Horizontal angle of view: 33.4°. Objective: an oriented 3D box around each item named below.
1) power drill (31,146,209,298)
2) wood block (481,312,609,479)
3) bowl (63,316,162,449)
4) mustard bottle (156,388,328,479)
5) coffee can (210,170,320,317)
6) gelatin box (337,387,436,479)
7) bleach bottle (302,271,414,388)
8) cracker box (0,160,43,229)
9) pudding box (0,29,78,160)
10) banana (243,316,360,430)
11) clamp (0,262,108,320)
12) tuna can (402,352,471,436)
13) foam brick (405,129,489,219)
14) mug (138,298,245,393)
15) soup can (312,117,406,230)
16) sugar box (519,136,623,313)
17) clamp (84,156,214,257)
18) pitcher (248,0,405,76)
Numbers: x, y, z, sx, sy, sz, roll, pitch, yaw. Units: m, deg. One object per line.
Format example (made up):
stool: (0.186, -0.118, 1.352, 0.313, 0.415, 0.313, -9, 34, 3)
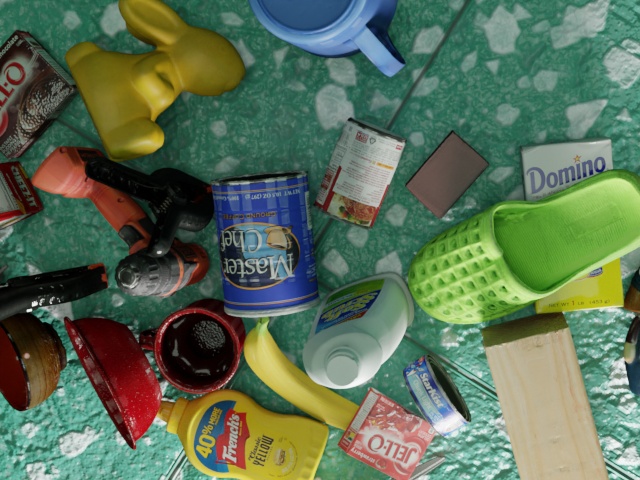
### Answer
power drill: (-0.210, -0.016, 1.106, 0.188, 0.184, 0.057, 46, 100, 8)
wood block: (0.240, 0.188, 1.125, 0.090, 0.090, 0.206, -15, 97, 9)
bowl: (-0.216, 0.142, 1.151, 0.055, 0.162, 0.162, -27, 95, -18)
mustard bottle: (-0.093, 0.218, 1.180, 0.191, 0.058, 0.096, 20, 88, 4)
coffee can: (-0.057, 0.001, 1.122, 0.103, 0.102, 0.140, -5, 98, 7)
gelatin box: (0.074, 0.212, 1.154, 0.089, 0.030, 0.073, 33, 86, -25)
bleach bottle: (0.039, 0.093, 1.050, 0.102, 0.250, 0.068, -18, 96, 8)
cracker box: (-0.407, -0.019, 1.100, 0.164, 0.213, 0.072, -24, 94, 8)
pudding box: (-0.329, -0.157, 1.160, 0.090, 0.039, 0.113, 45, 100, -1)
banana: (-0.020, 0.155, 1.157, 0.197, 0.070, 0.037, 44, 58, -23)
clamp: (-0.327, 0.058, 1.137, 0.165, 0.209, 0.036, 2, 102, 43)
tuna can: (0.124, 0.165, 1.137, 0.034, 0.086, 0.086, -34, 94, 11)
foam brick: (0.132, -0.070, 1.118, 0.051, 0.053, 0.078, 40, 99, -1)
mug: (-0.138, 0.109, 1.158, 0.117, 0.081, 0.093, 1, 99, 6)
soup can: (0.041, -0.071, 1.119, 0.068, 0.068, 0.102, 22, 100, 2)
sugar box: (0.262, -0.016, 1.115, 0.093, 0.048, 0.176, -6, 99, 8)
clamp: (-0.154, -0.032, 1.090, 0.039, 0.171, 0.120, -39, 71, 27)
pitcher: (0.009, -0.231, 1.009, 0.149, 0.242, 0.145, 6, 101, 6)
